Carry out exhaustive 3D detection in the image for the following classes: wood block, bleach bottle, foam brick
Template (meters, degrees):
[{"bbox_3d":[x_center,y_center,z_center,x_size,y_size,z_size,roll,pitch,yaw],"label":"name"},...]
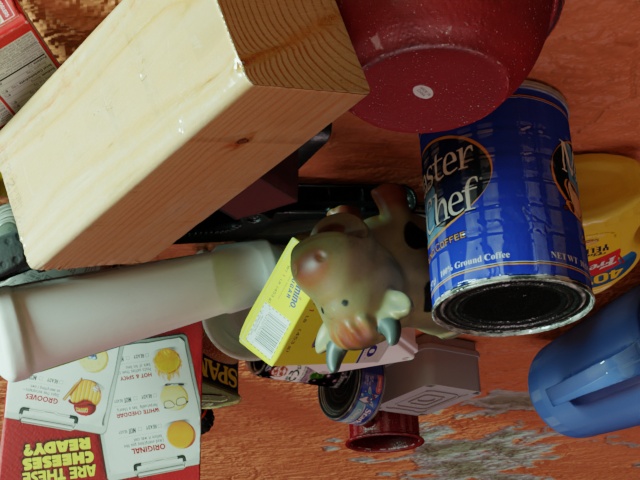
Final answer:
[{"bbox_3d":[-0.084,-0.067,0.588,0.090,0.090,0.206,-4,158,-47],"label":"wood block"},{"bbox_3d":[-0.122,0.042,0.808,0.250,0.068,0.103,-13,-177,-23],"label":"bleach bottle"},{"bbox_3d":[-0.049,-0.062,0.673,0.053,0.078,0.051,-15,153,32],"label":"foam brick"}]

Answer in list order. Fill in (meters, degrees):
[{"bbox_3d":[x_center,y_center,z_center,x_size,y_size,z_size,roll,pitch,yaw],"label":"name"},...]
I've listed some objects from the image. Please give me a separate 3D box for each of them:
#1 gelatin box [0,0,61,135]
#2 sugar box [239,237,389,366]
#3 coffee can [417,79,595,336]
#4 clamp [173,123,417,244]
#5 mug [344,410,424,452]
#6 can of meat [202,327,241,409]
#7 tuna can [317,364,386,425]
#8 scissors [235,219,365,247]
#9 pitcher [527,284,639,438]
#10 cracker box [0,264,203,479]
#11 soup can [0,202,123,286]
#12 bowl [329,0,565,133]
[{"bbox_3d":[-0.189,-0.093,0.619,0.073,0.030,0.089,-31,155,-4],"label":"gelatin box"},{"bbox_3d":[0.016,0.053,0.861,0.175,0.048,0.093,10,113,-57],"label":"sugar box"},{"bbox_3d":[0.119,-0.020,0.698,0.103,0.140,0.103,-1,155,-1],"label":"coffee can"},{"bbox_3d":[-0.041,-0.030,0.793,0.210,0.036,0.164,-17,154,29],"label":"clamp"},{"bbox_3d":[0.067,0.195,1.244,0.093,0.081,0.117,-15,153,27],"label":"mug"},{"bbox_3d":[-0.122,0.112,1.045,0.058,0.084,0.102,-16,152,29],"label":"can of meat"},{"bbox_3d":[0.033,0.153,1.145,0.033,0.086,0.086,15,151,-30],"label":"tuna can"},{"bbox_3d":[-0.056,0.001,0.886,0.201,0.016,0.096,-1,156,-2],"label":"scissors"},{"bbox_3d":[0.295,0.123,1.041,0.149,0.145,0.243,25,153,-8],"label":"pitcher"},{"bbox_3d":[-0.186,0.128,0.918,0.164,0.213,0.072,4,155,-13],"label":"cracker box"},{"bbox_3d":[-0.217,0.018,0.852,0.069,0.068,0.102,-16,151,29],"label":"soup can"},{"bbox_3d":[0.059,-0.107,0.607,0.162,0.055,0.162,-1,156,-1],"label":"bowl"}]
